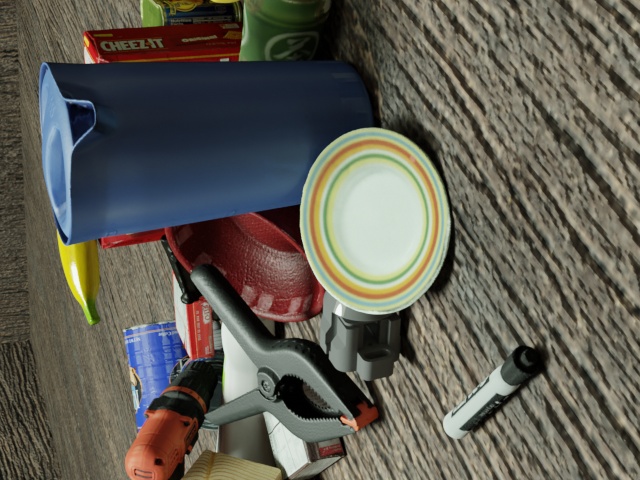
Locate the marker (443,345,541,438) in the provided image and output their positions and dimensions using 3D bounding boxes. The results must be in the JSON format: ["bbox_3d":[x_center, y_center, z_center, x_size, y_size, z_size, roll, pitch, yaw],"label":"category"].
[{"bbox_3d":[0.107,0.097,0.673,0.121,0.020,0.020,118,140,-57],"label":"marker"}]

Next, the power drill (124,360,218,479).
[{"bbox_3d":[-0.149,0.238,1.101,0.184,0.057,0.188,-59,-26,-61],"label":"power drill"}]

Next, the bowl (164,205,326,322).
[{"bbox_3d":[-0.056,0.001,0.949,0.055,0.162,0.162,-60,-1,-32],"label":"bowl"}]

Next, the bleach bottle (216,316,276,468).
[{"bbox_3d":[-0.075,0.154,1.101,0.102,0.068,0.251,-112,23,-67],"label":"bleach bottle"}]

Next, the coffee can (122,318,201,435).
[{"bbox_3d":[-0.192,0.175,1.366,0.103,0.102,0.140,153,109,-68],"label":"coffee can"}]

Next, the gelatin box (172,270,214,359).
[{"bbox_3d":[-0.139,0.079,1.175,0.089,0.030,0.073,-132,37,-62],"label":"gelatin box"}]

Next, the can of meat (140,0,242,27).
[{"bbox_3d":[-0.136,-0.228,1.112,0.102,0.083,0.057,-132,40,-57],"label":"can of meat"}]

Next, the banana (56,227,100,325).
[{"bbox_3d":[-0.236,-0.016,1.060,0.070,0.037,0.198,31,130,42],"label":"banana"}]

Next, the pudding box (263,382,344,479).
[{"bbox_3d":[-0.020,0.175,1.006,0.114,0.039,0.090,124,132,-64],"label":"pudding box"}]

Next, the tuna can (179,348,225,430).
[{"bbox_3d":[-0.116,0.165,1.179,0.034,0.086,0.086,-102,10,-76],"label":"tuna can"}]

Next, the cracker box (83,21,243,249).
[{"bbox_3d":[-0.149,-0.105,1.076,0.072,0.164,0.214,-125,34,-49],"label":"cracker box"}]

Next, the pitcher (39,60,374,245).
[{"bbox_3d":[-0.090,-0.074,0.819,0.149,0.242,0.145,-126,35,-53],"label":"pitcher"}]

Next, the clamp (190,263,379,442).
[{"bbox_3d":[-0.040,0.109,0.924,0.210,0.036,0.164,11,118,43],"label":"clamp"}]
